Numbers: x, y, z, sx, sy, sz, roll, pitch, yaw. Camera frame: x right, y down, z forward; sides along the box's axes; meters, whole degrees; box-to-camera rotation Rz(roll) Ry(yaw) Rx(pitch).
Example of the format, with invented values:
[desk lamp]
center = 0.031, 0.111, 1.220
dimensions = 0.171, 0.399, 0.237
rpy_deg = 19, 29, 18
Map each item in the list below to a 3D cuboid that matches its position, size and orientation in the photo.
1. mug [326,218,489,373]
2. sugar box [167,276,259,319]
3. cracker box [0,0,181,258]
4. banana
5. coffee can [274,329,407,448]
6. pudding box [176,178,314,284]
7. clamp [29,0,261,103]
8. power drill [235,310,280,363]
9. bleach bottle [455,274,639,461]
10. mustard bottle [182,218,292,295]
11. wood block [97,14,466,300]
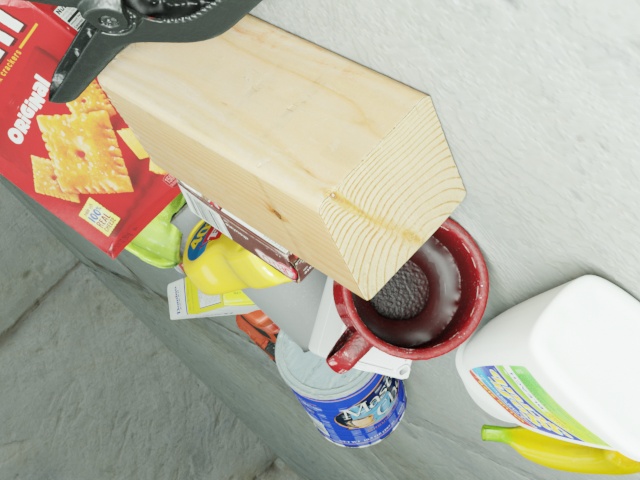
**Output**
[mug]
center = 0.046, 0.039, 0.692
dimensions = 0.093, 0.117, 0.081
rpy_deg = 39, 171, -3
[sugar box]
center = -0.084, 0.048, 1.059
dimensions = 0.176, 0.093, 0.048
rpy_deg = 166, 100, -64
[cracker box]
center = -0.187, -0.103, 0.785
dimensions = 0.213, 0.072, 0.164
rpy_deg = 39, 133, -15
[banana]
center = 0.182, 0.143, 0.732
dimensions = 0.069, 0.037, 0.198
rpy_deg = 1, 170, -18
[coffee can]
center = 0.023, 0.130, 1.036
dimensions = 0.103, 0.102, 0.140
rpy_deg = 35, 164, 29
[pudding box]
center = -0.027, -0.036, 0.709
dimensions = 0.114, 0.090, 0.039
rpy_deg = 33, 161, 31
[clamp]
center = -0.118, -0.132, 0.555
dimensions = 0.210, 0.036, 0.164
rpy_deg = -9, 157, 31
[power drill]
center = -0.050, 0.102, 1.244
dimensions = 0.185, 0.057, 0.187
rpy_deg = 35, 164, 30
[bleach bottle]
center = 0.144, 0.087, 0.670
dimensions = 0.102, 0.068, 0.251
rpy_deg = 43, 168, 4
[mustard bottle]
center = -0.056, 0.001, 0.820
dimensions = 0.058, 0.096, 0.192
rpy_deg = 49, 154, -14
[wood block]
center = -0.028, -0.063, 0.637
dimensions = 0.206, 0.090, 0.090
rpy_deg = 32, 161, 38
